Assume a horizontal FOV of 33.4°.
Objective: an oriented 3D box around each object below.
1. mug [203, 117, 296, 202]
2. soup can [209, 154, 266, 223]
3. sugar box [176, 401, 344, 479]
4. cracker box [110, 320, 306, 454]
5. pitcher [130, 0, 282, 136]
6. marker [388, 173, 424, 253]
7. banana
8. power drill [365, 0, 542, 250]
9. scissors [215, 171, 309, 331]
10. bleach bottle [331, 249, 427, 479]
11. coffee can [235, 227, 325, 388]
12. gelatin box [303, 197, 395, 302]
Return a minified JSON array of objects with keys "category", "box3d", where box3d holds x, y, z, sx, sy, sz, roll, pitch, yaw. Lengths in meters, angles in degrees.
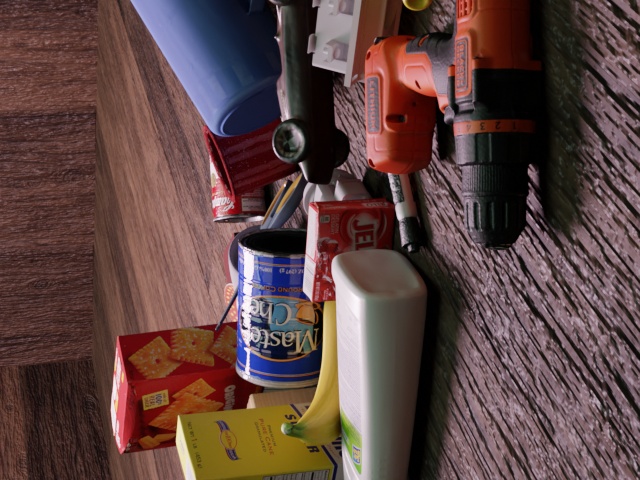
[{"category":"mug","box3d":[-0.081,-0.110,1.200,0.093,0.081,0.117,-135,26,-65]},{"category":"soup can","box3d":[-0.105,-0.076,1.347,0.069,0.068,0.102,161,105,-72]},{"category":"sugar box","box3d":[-0.044,0.203,1.026,0.093,0.176,0.048,-118,27,-52]},{"category":"cracker box","box3d":[-0.126,0.166,1.216,0.164,0.213,0.072,107,152,-49]},{"category":"pitcher","box3d":[-0.109,-0.236,1.068,0.243,0.145,0.149,61,178,12]},{"category":"marker","box3d":[0.067,-0.047,0.891,0.020,0.020,0.121,126,138,-64]},{"category":"banana","box3d":[0.011,0.122,0.997,0.197,0.037,0.069,-73,-31,-47]},{"category":"power drill","box3d":[0.091,-0.087,0.751,0.188,0.057,0.184,-176,87,-69]},{"category":"scissors","box3d":[-0.058,0.001,1.146,0.096,0.016,0.201,-43,19,49]},{"category":"bleach bottle","box3d":[0.047,0.141,0.923,0.103,0.068,0.251,-122,30,-64]},{"category":"coffee can","box3d":[-0.035,0.067,1.095,0.103,0.102,0.140,-139,48,-66]},{"category":"gelatin box","box3d":[0.026,0.008,0.944,0.030,0.073,0.089,-131,42,-62]}]
